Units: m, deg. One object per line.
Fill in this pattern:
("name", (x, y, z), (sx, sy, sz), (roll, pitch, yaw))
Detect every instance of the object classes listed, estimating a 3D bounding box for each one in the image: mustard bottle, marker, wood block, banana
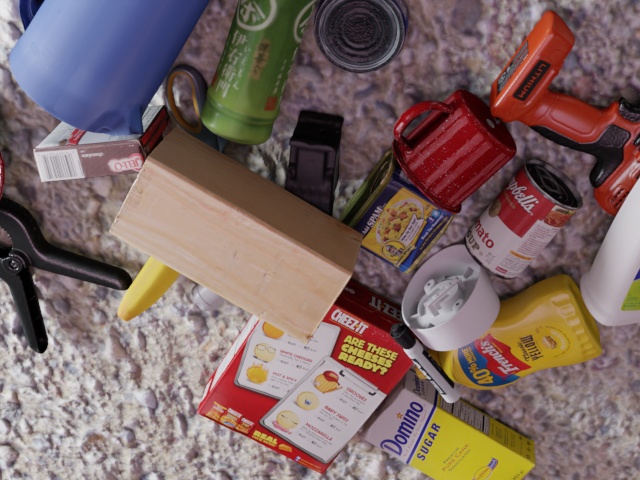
("mustard bottle", (0.188, 0.107, 1.116), (0.192, 0.058, 0.096), (-22, 120, 22))
("marker", (0.107, 0.124, 1.086), (0.020, 0.020, 0.121), (-25, 125, 22))
("wood block", (-0.075, -0.005, 0.985), (0.206, 0.090, 0.090), (30, 114, -4))
("banana", (-0.161, 0.005, 1.113), (0.037, 0.069, 0.198), (50, 132, 31))

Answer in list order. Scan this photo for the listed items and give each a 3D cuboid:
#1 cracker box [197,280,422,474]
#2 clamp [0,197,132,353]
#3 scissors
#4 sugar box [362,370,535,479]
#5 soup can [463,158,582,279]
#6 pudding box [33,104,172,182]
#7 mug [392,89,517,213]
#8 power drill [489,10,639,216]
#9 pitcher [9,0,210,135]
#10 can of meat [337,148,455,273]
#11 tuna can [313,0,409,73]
("cracker box", (-0.012, 0.136, 1.161), (0.164, 0.072, 0.214), (28, 120, -10))
("clamp", (-0.330, 0.027, 1.169), (0.210, 0.036, 0.165), (41, 119, -12))
("scissors", (-0.092, -0.087, 1.071), (0.096, 0.016, 0.201), (-13, 118, 17))
("sugar box", (0.144, 0.225, 1.203), (0.176, 0.048, 0.093), (29, 122, -9))
("soup can", (0.194, -0.020, 1.032), (0.068, 0.068, 0.102), (31, 122, -10))
("pudding box", (-0.210, -0.095, 1.043), (0.113, 0.090, 0.039), (-3, 118, 12))
("mug", (0.119, -0.091, 0.985), (0.117, 0.093, 0.082), (31, 118, -33))
("power drill", (0.262, -0.126, 0.961), (0.187, 0.057, 0.185), (30, 121, -9))
("pitcher", (-0.170, -0.227, 0.944), (0.149, 0.145, 0.243), (28, 119, -22))
("can of meat", (0.077, -0.026, 1.055), (0.084, 0.057, 0.102), (30, 122, -12))
("tuna can", (0.037, -0.196, 0.971), (0.086, 0.033, 0.086), (4, 122, 7))
